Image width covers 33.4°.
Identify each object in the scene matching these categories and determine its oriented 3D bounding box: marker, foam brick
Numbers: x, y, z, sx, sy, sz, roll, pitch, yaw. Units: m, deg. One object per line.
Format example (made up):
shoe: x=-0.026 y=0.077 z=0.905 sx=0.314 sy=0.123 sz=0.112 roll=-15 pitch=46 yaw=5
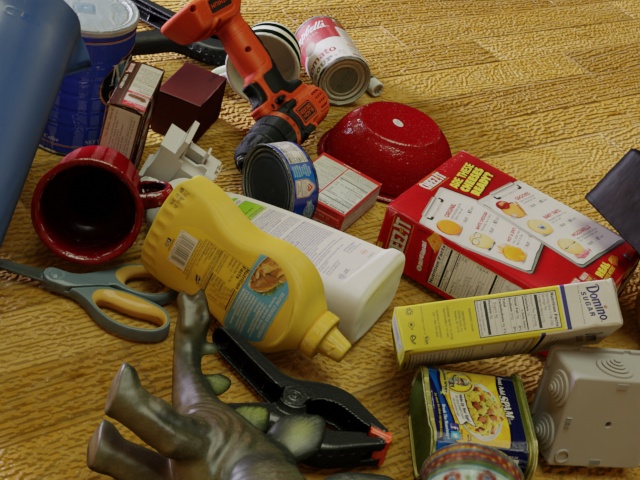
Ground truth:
marker: x=0.038 y=-0.219 z=1.339 sx=0.020 sy=0.020 sz=0.121 roll=-12 pitch=44 yaw=-34
foam brick: x=-0.141 y=-0.147 z=1.142 sx=0.053 sy=0.051 sz=0.078 roll=22 pitch=36 yaw=7

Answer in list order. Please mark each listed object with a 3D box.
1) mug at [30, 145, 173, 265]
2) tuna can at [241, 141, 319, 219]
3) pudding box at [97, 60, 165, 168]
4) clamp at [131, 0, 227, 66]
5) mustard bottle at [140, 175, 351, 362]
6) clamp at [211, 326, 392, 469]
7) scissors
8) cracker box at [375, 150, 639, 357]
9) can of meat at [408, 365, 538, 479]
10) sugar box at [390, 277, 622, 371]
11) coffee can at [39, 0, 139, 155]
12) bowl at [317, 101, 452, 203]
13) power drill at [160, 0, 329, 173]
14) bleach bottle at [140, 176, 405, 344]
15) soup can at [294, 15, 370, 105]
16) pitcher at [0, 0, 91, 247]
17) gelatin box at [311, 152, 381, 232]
mug: x=-0.186 y=-0.037 z=0.927 sx=0.117 sy=0.093 sz=0.081 roll=-9 pitch=18 yaw=-2
tuna can: x=-0.039 y=-0.052 z=1.025 sx=0.033 sy=0.086 sz=0.086 roll=-11 pitch=44 yaw=-36
pudding box: x=-0.185 y=-0.101 z=1.010 sx=0.039 sy=0.114 sz=0.090 roll=16 pitch=36 yaw=-6
clamp: x=-0.168 y=-0.255 z=1.290 sx=0.209 sy=0.036 sz=0.164 roll=5 pitch=37 yaw=-19
mustard bottle: x=-0.055 y=0.036 z=0.884 sx=0.192 sy=0.096 sz=0.058 roll=37 pitch=28 yaw=12
clamp: x=-0.028 y=0.125 z=0.832 sx=0.171 sy=0.039 sz=0.120 roll=18 pitch=40 yaw=-4
scissors: x=-0.209 y=0.027 z=0.910 sx=0.202 sy=0.016 sz=0.096 roll=26 pitch=35 yaw=12
cracker box: x=0.183 y=0.012 z=1.039 sx=0.214 sy=0.072 sz=0.163 roll=30 pitch=37 yaw=20
can of meat: x=0.117 y=0.148 z=0.841 sx=0.084 sy=0.057 sz=0.102 roll=8 pitch=35 yaw=-7
sugar box: x=0.149 y=0.070 z=0.879 sx=0.176 sy=0.093 sz=0.048 roll=-10 pitch=75 yaw=-1
coffee can: x=-0.239 y=-0.169 z=1.056 sx=0.102 sy=0.140 sz=0.103 roll=11 pitch=36 yaw=-8
bowl: x=0.081 y=-0.106 z=1.173 sx=0.162 sy=0.055 sz=0.162 roll=10 pitch=35 yaw=-8
power drill: x=-0.082 y=-0.168 z=1.120 sx=0.187 sy=0.057 sz=0.184 roll=54 pitch=33 yaw=-10
bleach bottle: x=-0.056 y=0.001 z=0.968 sx=0.251 sy=0.068 sz=0.102 roll=26 pitch=35 yaw=17
soup can: x=0.013 y=-0.216 z=1.283 sx=0.068 sy=0.069 sz=0.102 roll=-1 pitch=39 yaw=-22
pitcher: x=-0.297 y=-0.094 z=0.857 sx=0.149 sy=0.145 sz=0.243 roll=7 pitch=71 yaw=13
gelatin box: x=0.010 y=-0.047 z=1.085 sx=0.073 sy=0.030 sz=0.089 roll=29 pitch=38 yaw=15
